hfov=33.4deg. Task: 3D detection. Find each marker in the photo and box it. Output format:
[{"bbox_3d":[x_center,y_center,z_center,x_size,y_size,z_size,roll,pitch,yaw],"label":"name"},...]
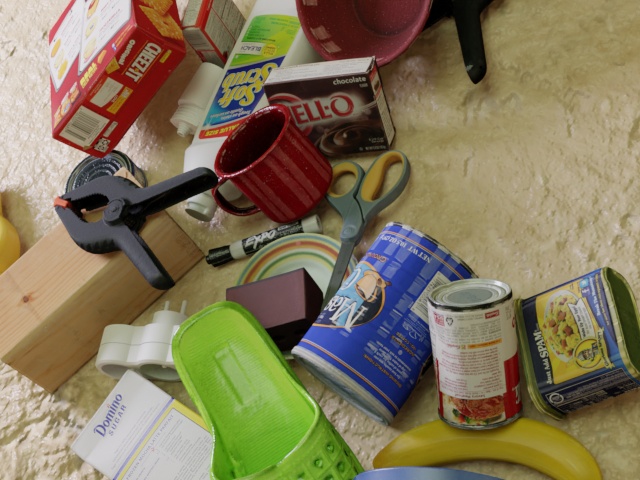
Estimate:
[{"bbox_3d":[-0.057,0.001,1.046,0.121,0.020,0.020,-18,55,14],"label":"marker"}]

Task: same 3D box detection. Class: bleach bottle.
[{"bbox_3d":[-0.069,-0.133,1.107,0.103,0.068,0.250,12,69,32],"label":"bleach bottle"}]

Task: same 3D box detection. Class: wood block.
[{"bbox_3d":[-0.231,0.038,1.060,0.206,0.090,0.091,-42,54,-4],"label":"wood block"}]

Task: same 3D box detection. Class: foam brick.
[{"bbox_3d":[-0.039,0.066,0.952,0.078,0.053,0.051,-16,56,16],"label":"foam brick"}]

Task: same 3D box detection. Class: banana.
[{"bbox_3d":[0.137,0.170,0.845,0.198,0.037,0.069,7,63,28],"label":"banana"}]

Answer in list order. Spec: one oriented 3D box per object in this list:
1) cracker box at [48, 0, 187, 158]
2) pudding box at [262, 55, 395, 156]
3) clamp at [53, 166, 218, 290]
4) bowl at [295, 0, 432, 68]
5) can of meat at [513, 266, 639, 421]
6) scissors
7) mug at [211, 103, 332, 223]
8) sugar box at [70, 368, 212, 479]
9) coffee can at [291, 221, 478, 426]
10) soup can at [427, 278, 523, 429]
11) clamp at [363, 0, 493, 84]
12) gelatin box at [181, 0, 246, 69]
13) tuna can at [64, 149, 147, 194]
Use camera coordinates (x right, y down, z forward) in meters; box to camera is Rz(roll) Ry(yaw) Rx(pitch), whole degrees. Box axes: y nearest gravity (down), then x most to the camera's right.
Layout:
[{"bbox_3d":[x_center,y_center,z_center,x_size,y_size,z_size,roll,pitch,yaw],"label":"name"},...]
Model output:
[{"bbox_3d":[-0.226,-0.217,1.167,0.164,0.072,0.214,-47,37,26],"label":"cracker box"},{"bbox_3d":[0.009,-0.129,1.048,0.114,0.090,0.039,-5,39,20],"label":"pudding box"},{"bbox_3d":[-0.180,-0.012,0.987,0.172,0.039,0.120,-1,57,30],"label":"clamp"},{"bbox_3d":[0.054,-0.248,1.056,0.162,0.055,0.162,4,98,35],"label":"bowl"},{"bbox_3d":[0.207,0.079,0.841,0.084,0.057,0.102,-27,51,30],"label":"can of meat"},{"bbox_3d":[0.016,-0.013,1.001,0.096,0.016,0.201,11,54,37],"label":"scissors"},{"bbox_3d":[-0.051,-0.064,1.033,0.117,0.081,0.093,-36,32,15],"label":"mug"},{"bbox_3d":[-0.132,0.195,0.949,0.176,0.048,0.093,26,74,37],"label":"sugar box"},{"bbox_3d":[0.057,0.070,0.901,0.103,0.102,0.140,29,76,34],"label":"coffee can"},{"bbox_3d":[0.122,0.088,0.841,0.068,0.102,0.068,-7,15,2],"label":"soup can"},{"bbox_3d":[0.142,-0.241,1.085,0.165,0.036,0.210,23,71,42],"label":"clamp"},{"bbox_3d":[-0.115,-0.232,1.168,0.030,0.089,0.073,-1,61,25],"label":"gelatin box"},{"bbox_3d":[-0.232,-0.055,1.151,0.086,0.033,0.086,-11,57,18],"label":"tuna can"}]
